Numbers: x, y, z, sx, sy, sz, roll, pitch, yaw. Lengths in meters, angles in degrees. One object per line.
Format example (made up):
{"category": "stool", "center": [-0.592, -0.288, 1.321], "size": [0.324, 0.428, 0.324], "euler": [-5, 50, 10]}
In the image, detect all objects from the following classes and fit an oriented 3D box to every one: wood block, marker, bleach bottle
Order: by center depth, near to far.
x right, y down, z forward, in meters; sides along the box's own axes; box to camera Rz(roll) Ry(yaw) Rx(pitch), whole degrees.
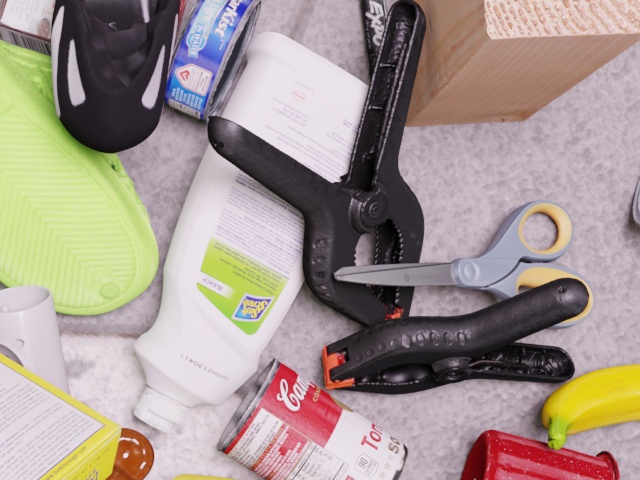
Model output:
{"category": "wood block", "center": [0.110, -0.135, 0.642], "size": [0.090, 0.206, 0.090], "euler": [-5, 85, -7]}
{"category": "bleach bottle", "center": [-0.054, 0.001, 0.680], "size": [0.102, 0.068, 0.251], "euler": [29, 83, -14]}
{"category": "marker", "center": [0.038, -0.147, 0.730], "size": [0.020, 0.020, 0.121], "euler": [-6, 85, -7]}

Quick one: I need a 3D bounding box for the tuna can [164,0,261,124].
{"category": "tuna can", "center": [-0.070, -0.120, 0.681], "size": [0.033, 0.086, 0.086], "euler": [24, 82, -2]}

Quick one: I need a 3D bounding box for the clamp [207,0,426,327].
{"category": "clamp", "center": [0.013, -0.022, 0.647], "size": [0.164, 0.036, 0.210], "euler": [-29, 125, -32]}

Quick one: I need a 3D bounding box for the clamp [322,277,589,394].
{"category": "clamp", "center": [0.087, 0.064, 0.670], "size": [0.171, 0.120, 0.039], "euler": [-6, 53, -5]}

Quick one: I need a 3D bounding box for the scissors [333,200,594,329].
{"category": "scissors", "center": [0.100, 0.004, 0.690], "size": [0.201, 0.016, 0.096], "euler": [17, 69, -27]}

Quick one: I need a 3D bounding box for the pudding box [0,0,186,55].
{"category": "pudding box", "center": [-0.145, -0.162, 0.701], "size": [0.113, 0.039, 0.090], "euler": [16, 82, -7]}

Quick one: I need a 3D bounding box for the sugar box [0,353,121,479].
{"category": "sugar box", "center": [-0.211, 0.099, 0.599], "size": [0.176, 0.093, 0.048], "euler": [26, 122, 18]}

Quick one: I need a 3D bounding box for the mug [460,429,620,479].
{"category": "mug", "center": [0.130, 0.178, 0.679], "size": [0.081, 0.093, 0.117], "euler": [16, 119, 0]}

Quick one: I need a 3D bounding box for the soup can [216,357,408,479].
{"category": "soup can", "center": [-0.005, 0.130, 0.671], "size": [0.102, 0.068, 0.068], "euler": [34, 81, -3]}
